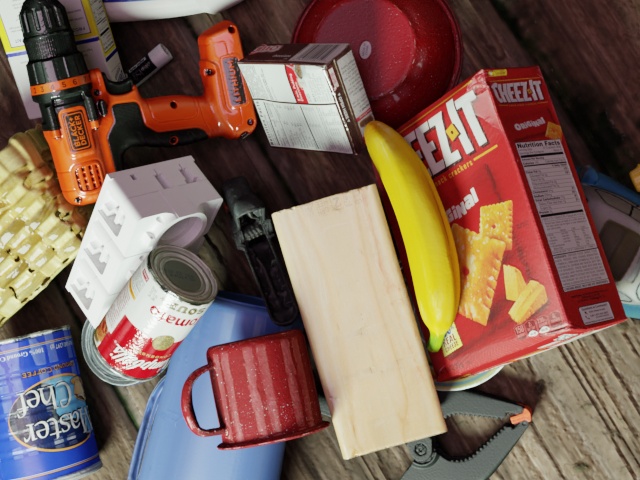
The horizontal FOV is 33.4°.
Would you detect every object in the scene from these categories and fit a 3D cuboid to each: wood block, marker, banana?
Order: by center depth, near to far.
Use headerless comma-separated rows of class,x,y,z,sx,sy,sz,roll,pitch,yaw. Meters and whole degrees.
banana,0.074,-0.011,0.848,0.070,0.037,0.198,-29,71,57
wood block,0.033,0.064,0.893,0.090,0.091,0.206,-16,91,3
marker,-0.193,-0.144,1.024,0.121,0.020,0.020,-36,83,13

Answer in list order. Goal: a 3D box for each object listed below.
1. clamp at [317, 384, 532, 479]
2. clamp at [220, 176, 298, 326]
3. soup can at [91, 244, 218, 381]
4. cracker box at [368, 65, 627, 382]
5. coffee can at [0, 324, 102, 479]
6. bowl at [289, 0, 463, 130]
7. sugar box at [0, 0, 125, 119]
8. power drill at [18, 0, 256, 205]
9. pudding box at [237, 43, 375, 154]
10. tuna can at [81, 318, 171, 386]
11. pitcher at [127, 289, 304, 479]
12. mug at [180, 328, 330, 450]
clamp,0.083,0.177,0.956,0.210,0.036,0.164,-27,84,11
clamp,-0.056,0.001,0.930,0.039,0.171,0.120,-14,107,-5
soup can,-0.139,0.061,0.901,0.068,0.068,0.102,44,119,9
cracker box,0.133,-0.009,0.860,0.164,0.071,0.214,-32,70,53
coffee can,-0.273,0.160,1.012,0.103,0.102,0.140,-14,88,14
bowl,0.043,-0.167,0.945,0.162,0.055,0.162,1,93,14
sugar box,-0.244,-0.204,0.964,0.093,0.048,0.176,-7,118,11
power drill,-0.160,-0.139,0.942,0.187,0.057,0.184,-16,105,-17
pudding box,-0.011,-0.122,0.922,0.114,0.039,0.090,12,133,45
tuna can,-0.185,0.096,1.023,0.086,0.033,0.086,1,92,14
pitcher,-0.097,0.169,0.964,0.149,0.145,0.243,12,91,1
mug,-0.056,0.119,0.851,0.117,0.093,0.081,-10,86,-24
